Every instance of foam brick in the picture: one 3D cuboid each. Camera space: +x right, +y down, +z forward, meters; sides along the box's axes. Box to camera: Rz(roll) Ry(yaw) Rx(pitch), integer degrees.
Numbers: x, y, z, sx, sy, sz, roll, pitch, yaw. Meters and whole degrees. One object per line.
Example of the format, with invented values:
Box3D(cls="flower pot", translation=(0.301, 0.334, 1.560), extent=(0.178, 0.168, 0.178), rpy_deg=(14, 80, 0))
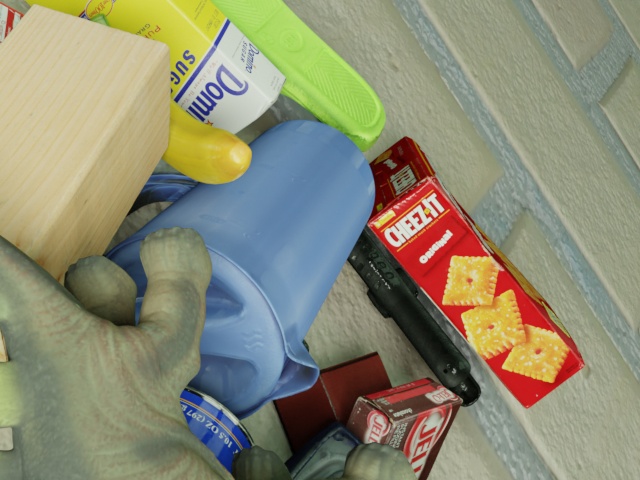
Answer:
Box3D(cls="foam brick", translation=(0.012, 0.121, 0.786), extent=(0.078, 0.053, 0.051), rpy_deg=(-11, 74, -52))

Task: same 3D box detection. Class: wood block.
Box3D(cls="wood block", translation=(-0.164, -0.027, 0.591), extent=(0.091, 0.090, 0.206), rpy_deg=(18, 50, 6))

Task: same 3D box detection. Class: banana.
Box3D(cls="banana", translation=(-0.102, -0.080, 0.710), extent=(0.198, 0.037, 0.069), rpy_deg=(41, -17, 37))

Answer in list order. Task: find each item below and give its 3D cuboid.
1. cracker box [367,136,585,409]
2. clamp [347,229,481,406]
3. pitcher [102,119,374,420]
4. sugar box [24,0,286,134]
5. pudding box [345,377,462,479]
Box3D(cls="cracker box", translation=(0.125, 0.021, 0.928), extent=(0.213, 0.072, 0.164), rpy_deg=(50, 9, -15))
Box3D(cls="clamp", translation=(0.061, 0.045, 0.860), extent=(0.210, 0.036, 0.164), rpy_deg=(53, -1, 11))
Box3D(cls="pitcher", translation=(-0.055, 0.001, 0.739), extent=(0.149, 0.145, 0.242), rpy_deg=(63, 29, -16))
Box3D(cls="sugar box", translation=(-0.119, -0.147, 0.782), extent=(0.176, 0.093, 0.048), rpy_deg=(44, 38, -20))
Box3D(cls="pudding box", translation=(0.045, 0.157, 0.752), extent=(0.039, 0.114, 0.089), rpy_deg=(35, 24, 31))
